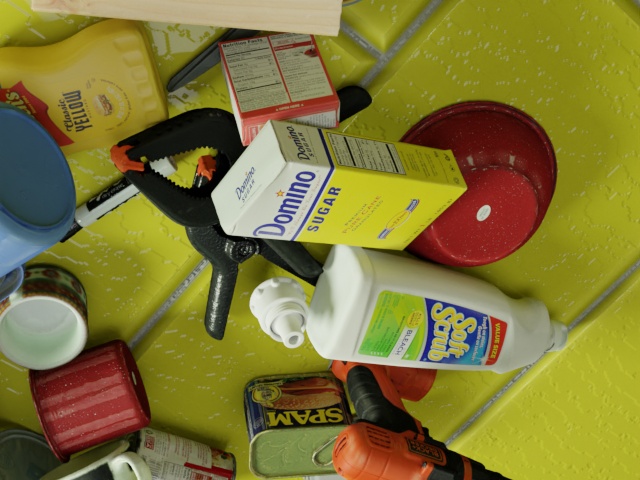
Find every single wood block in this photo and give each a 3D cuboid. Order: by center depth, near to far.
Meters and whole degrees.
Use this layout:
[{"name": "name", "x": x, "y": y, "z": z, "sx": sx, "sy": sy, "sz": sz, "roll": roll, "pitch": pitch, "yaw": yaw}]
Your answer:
[{"name": "wood block", "x": -0.087, "y": -0.203, "z": 0.732, "sx": 0.206, "sy": 0.090, "sz": 0.091, "roll": 3, "pitch": 118, "yaw": -6}]

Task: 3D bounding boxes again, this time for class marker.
[{"name": "marker", "x": -0.171, "y": -0.034, "z": 0.871, "sx": 0.121, "sy": 0.020, "sz": 0.020, "roll": -31, "pitch": 121, "yaw": 9}]

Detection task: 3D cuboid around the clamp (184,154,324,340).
[{"name": "clamp", "x": -0.056, "y": 0.001, "z": 0.904, "sx": 0.120, "sy": 0.039, "sz": 0.171, "roll": -20, "pitch": 126, "yaw": -12}]

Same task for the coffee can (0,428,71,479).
[{"name": "coffee can", "x": -0.297, "y": 0.255, "z": 0.973, "sx": 0.102, "sy": 0.103, "sz": 0.140, "roll": 34, "pitch": 109, "yaw": -26}]

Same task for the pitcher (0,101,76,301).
[{"name": "pitcher", "x": -0.289, "y": 0.000, "z": 0.770, "sx": 0.243, "sy": 0.149, "sz": 0.145, "roll": -24, "pitch": 100, "yaw": 26}]

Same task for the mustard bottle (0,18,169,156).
[{"name": "mustard bottle", "x": -0.215, "y": -0.100, "z": 0.800, "sx": 0.191, "sy": 0.058, "sz": 0.096, "roll": -14, "pitch": 127, "yaw": -2}]

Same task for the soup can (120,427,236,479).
[{"name": "soup can", "x": -0.139, "y": 0.218, "z": 1.000, "sx": 0.102, "sy": 0.068, "sz": 0.069, "roll": 22, "pitch": 114, "yaw": -21}]

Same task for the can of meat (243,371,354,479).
[{"name": "can of meat", "x": -0.019, "y": 0.168, "z": 0.983, "sx": 0.102, "sy": 0.084, "sz": 0.057, "roll": -2, "pitch": 121, "yaw": -9}]

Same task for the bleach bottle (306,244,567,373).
[{"name": "bleach bottle", "x": 0.117, "y": 0.066, "z": 0.949, "sx": 0.250, "sy": 0.068, "sz": 0.103, "roll": 8, "pitch": 116, "yaw": -27}]

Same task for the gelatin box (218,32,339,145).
[{"name": "gelatin box", "x": -0.032, "y": -0.115, "z": 0.793, "sx": 0.073, "sy": 0.089, "sz": 0.030, "roll": -12, "pitch": 141, "yaw": -9}]

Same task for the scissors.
[{"name": "scissors", "x": -0.042, "y": -0.190, "z": 0.803, "sx": 0.202, "sy": 0.016, "sz": 0.096, "roll": -22, "pitch": 120, "yaw": 3}]

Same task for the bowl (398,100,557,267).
[{"name": "bowl", "x": 0.132, "y": -0.034, "z": 0.906, "sx": 0.162, "sy": 0.055, "sz": 0.162, "roll": -5, "pitch": 121, "yaw": -8}]

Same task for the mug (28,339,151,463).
[{"name": "mug", "x": -0.197, "y": 0.142, "z": 0.939, "sx": 0.081, "sy": 0.093, "sz": 0.117, "roll": -19, "pitch": 150, "yaw": -4}]

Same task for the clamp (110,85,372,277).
[{"name": "clamp", "x": -0.058, "y": -0.062, "z": 0.829, "sx": 0.209, "sy": 0.036, "sz": 0.165, "roll": 13, "pitch": 104, "yaw": -35}]

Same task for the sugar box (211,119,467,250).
[{"name": "sugar box", "x": 0.016, "y": -0.037, "z": 0.812, "sx": 0.175, "sy": 0.048, "sz": 0.093, "roll": 2, "pitch": 145, "yaw": -37}]

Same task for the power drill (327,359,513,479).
[{"name": "power drill", "x": 0.086, "y": 0.162, "z": 0.938, "sx": 0.184, "sy": 0.188, "sz": 0.057, "roll": 24, "pitch": 112, "yaw": -21}]
